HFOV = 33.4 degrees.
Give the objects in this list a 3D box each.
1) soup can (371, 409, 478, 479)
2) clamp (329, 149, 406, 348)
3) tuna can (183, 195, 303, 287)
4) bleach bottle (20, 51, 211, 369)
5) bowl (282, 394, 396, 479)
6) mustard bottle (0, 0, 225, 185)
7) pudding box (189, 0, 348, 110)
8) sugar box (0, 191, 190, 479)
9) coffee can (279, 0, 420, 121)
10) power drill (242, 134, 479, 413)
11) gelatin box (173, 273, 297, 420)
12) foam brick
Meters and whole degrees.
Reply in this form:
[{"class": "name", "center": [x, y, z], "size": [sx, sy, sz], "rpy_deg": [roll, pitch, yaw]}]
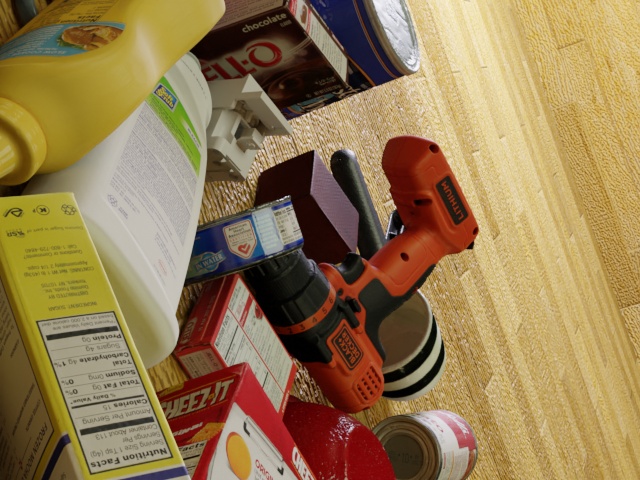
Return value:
[{"class": "soup can", "center": [0.083, 0.175, 0.878], "size": [0.102, 0.069, 0.068], "rpy_deg": [15, 59, -65]}, {"class": "clamp", "center": [0.065, 0.032, 0.995], "size": [0.164, 0.036, 0.210], "rpy_deg": [25, 52, -62]}, {"class": "tuna can", "center": [-0.054, 0.001, 0.660], "size": [0.086, 0.086, 0.034], "rpy_deg": [-26, 98, -69]}, {"class": "bleach bottle", "center": [-0.102, -0.039, 0.611], "size": [0.102, 0.068, 0.250], "rpy_deg": [61, 21, -28]}, {"class": "bowl", "center": [0.013, 0.176, 0.724], "size": [0.162, 0.055, 0.162], "rpy_deg": [51, 28, -42]}, {"class": "mustard bottle", "center": [-0.124, -0.085, 0.535], "size": [0.191, 0.096, 0.058], "rpy_deg": [-62, 142, -50]}, {"class": "pudding box", "center": [-0.049, -0.129, 0.743], "size": [0.090, 0.114, 0.039], "rpy_deg": [44, 37, -48]}, {"class": "sugar box", "center": [-0.096, 0.076, 0.408], "size": [0.048, 0.093, 0.176], "rpy_deg": [-8, 54, -34]}, {"class": "coffee can", "center": [-0.007, -0.154, 0.829], "size": [0.102, 0.140, 0.103], "rpy_deg": [50, 30, -43]}, {"class": "power drill", "center": [0.030, 0.008, 0.791], "size": [0.187, 0.057, 0.184], "rpy_deg": [-49, 128, -25]}, {"class": "gelatin box", "center": [-0.053, 0.077, 0.679], "size": [0.089, 0.030, 0.073], "rpy_deg": [60, 25, -26]}, {"class": "foam brick", "center": [-0.010, -0.020, 0.835], "size": [0.078, 0.051, 0.053], "rpy_deg": [55, 28, -36]}]
